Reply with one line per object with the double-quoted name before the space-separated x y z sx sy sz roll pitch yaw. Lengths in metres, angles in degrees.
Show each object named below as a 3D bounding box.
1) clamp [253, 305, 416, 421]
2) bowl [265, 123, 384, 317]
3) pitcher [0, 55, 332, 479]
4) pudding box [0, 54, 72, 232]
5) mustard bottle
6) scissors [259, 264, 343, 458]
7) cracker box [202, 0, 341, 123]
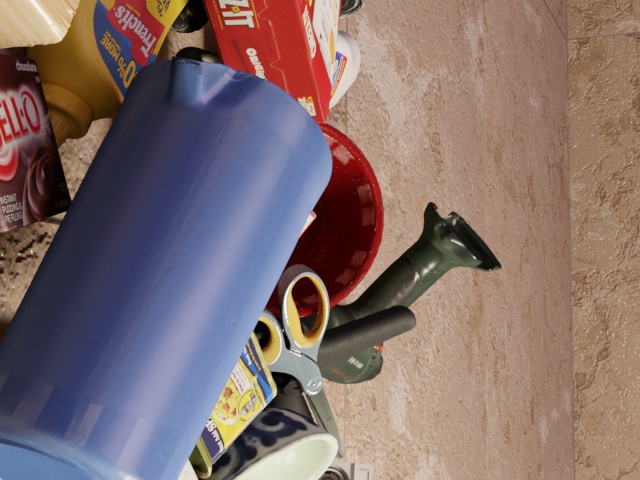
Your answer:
"clamp" -0.028 0.117 0.888 0.209 0.036 0.165 9 115 -41
"bowl" -0.033 -0.019 0.863 0.055 0.162 0.162 179 -91 -74
"pitcher" -0.090 0.032 0.594 0.149 0.145 0.242 37 55 -22
"pudding box" -0.172 -0.051 0.559 0.113 0.039 0.090 -73 151 -83
"mustard bottle" -0.134 -0.135 0.665 0.096 0.058 0.191 71 36 -59
"scissors" -0.025 0.112 0.846 0.096 0.016 0.202 -18 123 -26
"cracker box" -0.031 -0.214 0.755 0.164 0.072 0.213 75 18 -52
